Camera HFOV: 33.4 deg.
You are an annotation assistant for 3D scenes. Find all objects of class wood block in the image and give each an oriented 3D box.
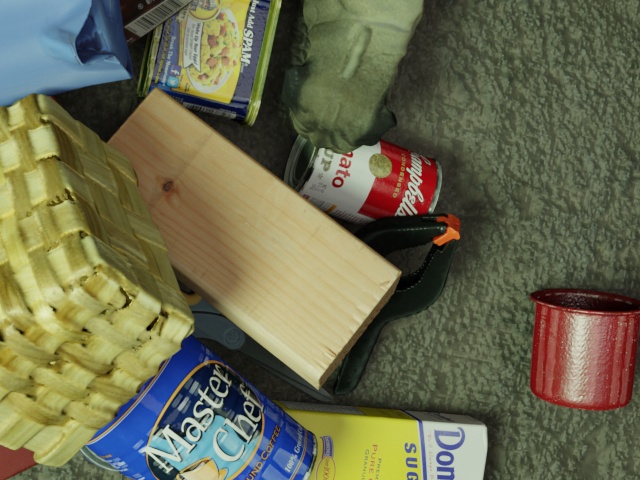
[{"bbox_3d":[-0.055,0.001,0.730,0.206,0.090,0.090,38,81,8],"label":"wood block"}]

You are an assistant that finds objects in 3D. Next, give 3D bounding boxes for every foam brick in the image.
[{"bbox_3d":[-0.210,0.125,0.739,0.051,0.078,0.053,-25,99,-14],"label":"foam brick"}]

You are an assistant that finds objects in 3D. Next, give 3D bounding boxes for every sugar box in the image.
[{"bbox_3d":[0.042,0.179,0.837,0.176,0.048,0.093,7,92,-16],"label":"sugar box"}]

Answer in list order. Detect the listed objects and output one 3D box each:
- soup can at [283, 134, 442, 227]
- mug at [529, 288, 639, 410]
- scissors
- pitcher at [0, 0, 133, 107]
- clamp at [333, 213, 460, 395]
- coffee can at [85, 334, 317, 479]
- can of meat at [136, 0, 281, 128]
[{"bbox_3d":[0.031,-0.047,0.805,0.102,0.069,0.068,20,88,-17],"label":"soup can"},{"bbox_3d":[0.220,0.086,0.870,0.117,0.093,0.081,-8,104,-53],"label":"mug"},{"bbox_3d":[-0.086,0.080,0.804,0.096,0.016,0.201,-43,103,-12],"label":"scissors"},{"bbox_3d":[-0.242,-0.134,0.633,0.242,0.149,0.145,-16,92,-3],"label":"pitcher"},{"bbox_3d":[0.026,0.031,0.796,0.120,0.039,0.172,36,112,-17],"label":"clamp"},{"bbox_3d":[-0.087,0.130,0.726,0.140,0.103,0.103,42,82,-16],"label":"coffee can"},{"bbox_3d":[-0.081,-0.140,0.769,0.083,0.057,0.102,12,90,-15],"label":"can of meat"}]
